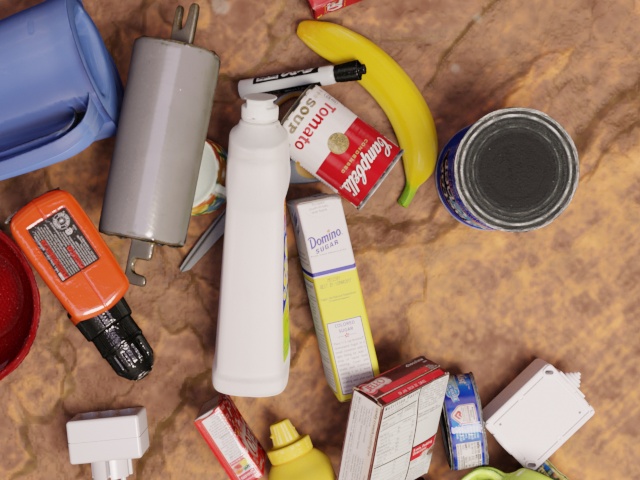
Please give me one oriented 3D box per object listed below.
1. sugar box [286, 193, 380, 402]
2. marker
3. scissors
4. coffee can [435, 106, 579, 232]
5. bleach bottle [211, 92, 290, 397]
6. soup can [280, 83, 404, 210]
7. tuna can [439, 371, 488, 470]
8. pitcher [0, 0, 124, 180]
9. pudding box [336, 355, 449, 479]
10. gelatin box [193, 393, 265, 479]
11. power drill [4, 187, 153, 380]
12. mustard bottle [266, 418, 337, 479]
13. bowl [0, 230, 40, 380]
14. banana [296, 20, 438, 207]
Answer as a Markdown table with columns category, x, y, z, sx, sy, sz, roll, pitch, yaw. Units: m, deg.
| category | x | y | z | sx | sy | sz | roll | pitch | yaw |
| --- | --- | --- | --- | --- | --- | --- | --- | --- | --- |
| sugar box | 0.012 | 0.047 | 0.952 | 0.048 | 0.093 | 0.176 | -11 | 96 | -6 |
| marker | -0.017 | -0.146 | 0.971 | 0.121 | 0.020 | 0.020 | -7 | 91 | 19 |
| scissors | -0.046 | -0.042 | 0.994 | 0.096 | 0.016 | 0.202 | 26 | 92 | -1 |
| coffee can | 0.158 | -0.059 | 0.931 | 0.103 | 0.140 | 0.103 | 0 | 91 | 0 |
| bleach bottle | -0.056 | 0.001 | 0.919 | 0.068 | 0.102 | 0.251 | 3 | 110 | 0 |
| soup can | 0.015 | -0.084 | 0.951 | 0.102 | 0.068 | 0.068 | 37 | 91 | 0 |
| tuna can | 0.127 | 0.163 | 0.964 | 0.034 | 0.086 | 0.086 | -9 | 91 | 1 |
| pitcher | -0.298 | -0.111 | 0.933 | 0.243 | 0.149 | 0.145 | -20 | 91 | 4 |
| pudding box | 0.061 | 0.164 | 0.915 | 0.039 | 0.089 | 0.113 | 28 | 122 | 38 |
| gelatin box | -0.080 | 0.178 | 0.963 | 0.030 | 0.089 | 0.073 | -32 | 92 | 0 |
| power drill | -0.202 | 0.039 | 0.913 | 0.057 | 0.188 | 0.184 | -36 | 88 | -15 |
| mustard bottle | -0.001 | 0.251 | 0.961 | 0.058 | 0.096 | 0.191 | -22 | 91 | -21 |
| bowl | -0.323 | 0.053 | 0.972 | 0.162 | 0.055 | 0.162 | 1 | 96 | 7 |
| banana | 0.055 | -0.130 | 0.981 | 0.069 | 0.037 | 0.198 | -31 | 91 | 0 |
